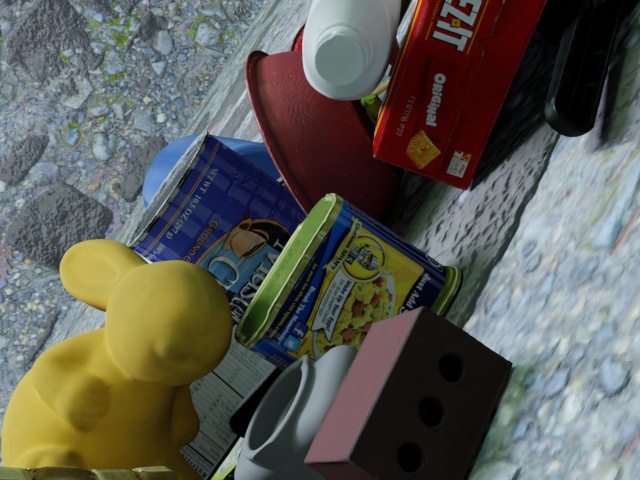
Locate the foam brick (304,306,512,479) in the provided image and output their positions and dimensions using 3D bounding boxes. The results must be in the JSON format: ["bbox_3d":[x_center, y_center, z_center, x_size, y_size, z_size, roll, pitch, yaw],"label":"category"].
[{"bbox_3d":[0.038,0.078,0.474,0.078,0.053,0.051,-62,15,-21],"label":"foam brick"}]

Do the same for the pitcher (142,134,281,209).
[{"bbox_3d":[-0.088,-0.050,1.076,0.243,0.144,0.149,-167,89,-72],"label":"pitcher"}]

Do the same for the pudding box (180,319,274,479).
[{"bbox_3d":[-0.088,0.103,0.737,0.113,0.090,0.039,-53,8,-32],"label":"pudding box"}]

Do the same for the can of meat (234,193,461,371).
[{"bbox_3d":[0.014,0.036,0.587,0.102,0.084,0.057,-59,13,-8],"label":"can of meat"}]

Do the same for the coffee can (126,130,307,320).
[{"bbox_3d":[-0.055,0.001,0.783,0.103,0.140,0.103,-51,14,17],"label":"coffee can"}]

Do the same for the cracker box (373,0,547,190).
[{"bbox_3d":[0.099,-0.164,0.672,0.213,0.072,0.164,-70,-2,-46],"label":"cracker box"}]

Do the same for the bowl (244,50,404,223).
[{"bbox_3d":[0.013,-0.072,0.742,0.055,0.162,0.162,-27,23,16],"label":"bowl"}]

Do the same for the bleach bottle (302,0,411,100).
[{"bbox_3d":[0.028,-0.159,0.685,0.250,0.068,0.103,-74,-4,-63],"label":"bleach bottle"}]
